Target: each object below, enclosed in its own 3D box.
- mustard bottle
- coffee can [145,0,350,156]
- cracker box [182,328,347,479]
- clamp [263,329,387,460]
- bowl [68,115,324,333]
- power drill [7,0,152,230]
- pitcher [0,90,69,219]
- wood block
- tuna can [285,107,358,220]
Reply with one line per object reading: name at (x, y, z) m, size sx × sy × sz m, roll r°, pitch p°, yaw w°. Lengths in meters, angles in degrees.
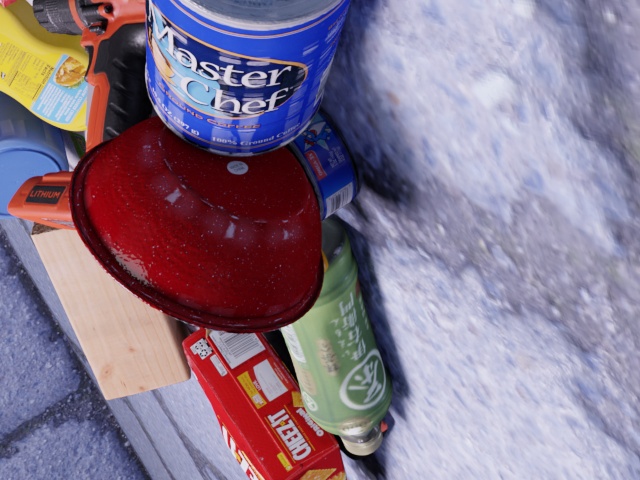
mustard bottle at (-0.245, -0.155, 0.985) m, size 0.191 × 0.058 × 0.096 m, roll 31°, pitch 129°, yaw -16°
coffee can at (-0.038, -0.117, 0.540) m, size 0.103 × 0.102 × 0.140 m, roll 52°, pitch 161°, yaw 11°
cracker box at (-0.045, 0.181, 0.982) m, size 0.164 × 0.072 × 0.214 m, roll 52°, pitch 165°, yaw 28°
clamp at (0.007, 0.159, 0.990) m, size 0.210 × 0.036 × 0.164 m, roll 23°, pitch 143°, yaw 61°
bowl at (-0.059, -0.025, 0.614) m, size 0.162 × 0.161 × 0.055 m, roll 49°, pitch 129°, yaw 21°
power drill at (-0.157, -0.101, 0.729) m, size 0.057 × 0.187 × 0.185 m, roll 16°, pitch 174°, yaw -43°
pitcher at (-0.341, -0.146, 1.094) m, size 0.145 × 0.149 × 0.243 m, roll -57°, pitch 44°, yaw 34°
wood block at (-0.196, 0.042, 1.030) m, size 0.091 × 0.090 × 0.206 m, roll -101°, pitch -3°, yaw -56°
tuna can at (-0.013, -0.054, 0.691) m, size 0.086 × 0.033 × 0.086 m, roll 48°, pitch 160°, yaw 24°
